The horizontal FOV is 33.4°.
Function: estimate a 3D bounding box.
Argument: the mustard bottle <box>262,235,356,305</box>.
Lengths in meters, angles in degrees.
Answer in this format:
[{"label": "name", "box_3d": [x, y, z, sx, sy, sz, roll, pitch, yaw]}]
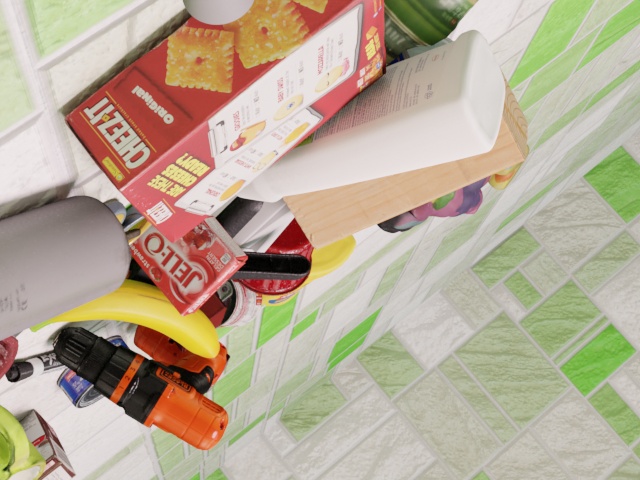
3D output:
[{"label": "mustard bottle", "box_3d": [-0.037, 0.038, 1.302, 0.096, 0.058, 0.192, -31, 177, -31]}]

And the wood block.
[{"label": "wood block", "box_3d": [0.069, -0.083, 0.942, 0.206, 0.091, 0.090, -23, -159, 22]}]

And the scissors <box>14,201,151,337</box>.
[{"label": "scissors", "box_3d": [-0.215, 0.030, 0.871, 0.201, 0.016, 0.096, -40, 167, -2]}]

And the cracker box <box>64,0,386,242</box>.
[{"label": "cracker box", "box_3d": [-0.056, -0.104, 0.740, 0.213, 0.072, 0.164, -39, 168, -4]}]

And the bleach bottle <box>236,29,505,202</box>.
[{"label": "bleach bottle", "box_3d": [0.017, -0.088, 0.858, 0.251, 0.068, 0.102, -13, -142, 29]}]

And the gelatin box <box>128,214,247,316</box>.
[{"label": "gelatin box", "box_3d": [-0.117, 0.008, 0.914, 0.073, 0.089, 0.030, -44, 168, 17]}]

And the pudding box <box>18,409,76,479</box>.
[{"label": "pudding box", "box_3d": [-0.315, 0.238, 1.121, 0.090, 0.039, 0.114, -39, -152, -10]}]

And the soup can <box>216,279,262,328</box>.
[{"label": "soup can", "box_3d": [-0.110, 0.065, 1.197, 0.068, 0.068, 0.102, -42, 169, 8]}]

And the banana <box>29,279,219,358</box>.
[{"label": "banana", "box_3d": [-0.162, 0.068, 0.970, 0.197, 0.037, 0.070, 16, 137, -36]}]

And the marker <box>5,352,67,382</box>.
[{"label": "marker", "box_3d": [-0.264, 0.119, 1.033, 0.020, 0.020, 0.121, -44, 168, 17]}]

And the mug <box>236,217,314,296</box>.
[{"label": "mug", "box_3d": [-0.057, 0.001, 1.100, 0.117, 0.093, 0.082, -16, 154, -21]}]

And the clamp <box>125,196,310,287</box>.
[{"label": "clamp", "box_3d": [-0.103, 0.009, 0.963, 0.171, 0.039, 0.120, -13, 133, 6]}]

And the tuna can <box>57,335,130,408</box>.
[{"label": "tuna can", "box_3d": [-0.241, 0.144, 1.160, 0.086, 0.034, 0.086, -38, 168, -10]}]

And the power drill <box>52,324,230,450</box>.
[{"label": "power drill", "box_3d": [-0.170, 0.126, 1.083, 0.057, 0.184, 0.187, -56, -176, 12]}]
